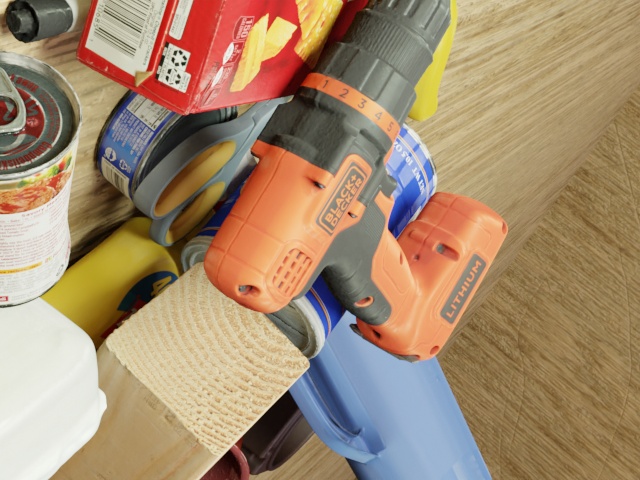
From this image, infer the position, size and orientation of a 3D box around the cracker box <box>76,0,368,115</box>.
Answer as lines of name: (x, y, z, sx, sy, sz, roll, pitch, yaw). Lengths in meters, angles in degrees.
cracker box: (-0.005, -0.154, 0.513, 0.213, 0.072, 0.164, -24, 141, -60)

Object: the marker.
marker: (-0.098, -0.108, 0.492, 0.120, 0.020, 0.020, -31, 156, -55)

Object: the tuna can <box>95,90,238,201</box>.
tuna can: (-0.088, -0.061, 0.614, 0.086, 0.034, 0.086, -47, 166, -16)

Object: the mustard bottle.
mustard bottle: (-0.136, 0.040, 0.671, 0.191, 0.058, 0.096, -44, 166, -26)

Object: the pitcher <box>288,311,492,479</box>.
pitcher: (0.052, 0.147, 0.989, 0.149, 0.243, 0.145, -26, 170, -9)

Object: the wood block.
wood block: (-0.105, 0.115, 0.661, 0.090, 0.090, 0.206, -42, 175, -43)

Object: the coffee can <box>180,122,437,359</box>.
coffee can: (-0.005, -0.011, 0.669, 0.140, 0.103, 0.103, -52, 168, -27)

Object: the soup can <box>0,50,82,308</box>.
soup can: (-0.142, -0.024, 0.469, 0.068, 0.068, 0.102, -41, 164, -34)

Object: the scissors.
scissors: (-0.041, -0.063, 0.649, 0.201, 0.016, 0.096, -40, 164, -37)

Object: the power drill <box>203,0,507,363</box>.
power drill: (0.036, -0.025, 0.563, 0.184, 0.057, 0.187, -57, 143, -5)
